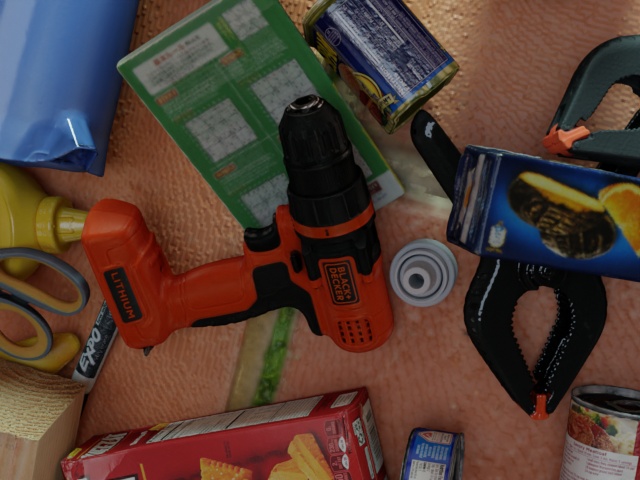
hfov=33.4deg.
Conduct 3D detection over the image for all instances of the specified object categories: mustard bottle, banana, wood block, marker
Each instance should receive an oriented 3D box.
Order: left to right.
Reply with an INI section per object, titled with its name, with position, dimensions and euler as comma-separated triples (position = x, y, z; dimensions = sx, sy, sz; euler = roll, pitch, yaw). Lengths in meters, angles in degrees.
[banana]
position = -0.275, 0.084, 0.789
dimensions = 0.198, 0.037, 0.070
euler = 11, 99, 11
[mustard bottle]
position = -0.253, -0.011, 0.764
dimensions = 0.192, 0.058, 0.096
euler = 0, 97, 13
[wood block]
position = -0.237, 0.196, 0.746
dimensions = 0.090, 0.090, 0.206
euler = 16, 108, 3
[marker]
position = -0.162, 0.080, 0.773
dimensions = 0.020, 0.020, 0.121
euler = 27, 101, 8

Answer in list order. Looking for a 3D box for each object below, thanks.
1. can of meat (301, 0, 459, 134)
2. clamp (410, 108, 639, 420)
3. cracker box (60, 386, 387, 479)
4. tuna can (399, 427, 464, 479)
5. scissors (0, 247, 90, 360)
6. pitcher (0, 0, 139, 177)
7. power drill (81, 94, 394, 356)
[can of meat]
position = 0.038, -0.117, 0.667
dimensions = 0.057, 0.102, 0.084
euler = -41, 89, 0
[clamp]
position = 0.128, 0.010, 0.678
dimensions = 0.164, 0.036, 0.210
euler = 4, 101, -10
[cracker box]
position = -0.056, 0.204, 0.737
dimensions = 0.214, 0.072, 0.164
euler = -12, 93, 14
[tuna can]
position = 0.072, 0.166, 0.698
dimensions = 0.034, 0.086, 0.086
euler = 6, 97, 13
[scissors]
position = -0.258, 0.023, 0.736
dimensions = 0.202, 0.016, 0.096
euler = 17, 117, 2
[pitcher]
position = -0.186, -0.172, 0.705
dimensions = 0.149, 0.145, 0.243
euler = 16, 95, -5
[power drill]
position = -0.055, 0.001, 0.692
dimensions = 0.188, 0.057, 0.184
euler = -6, 121, 15
